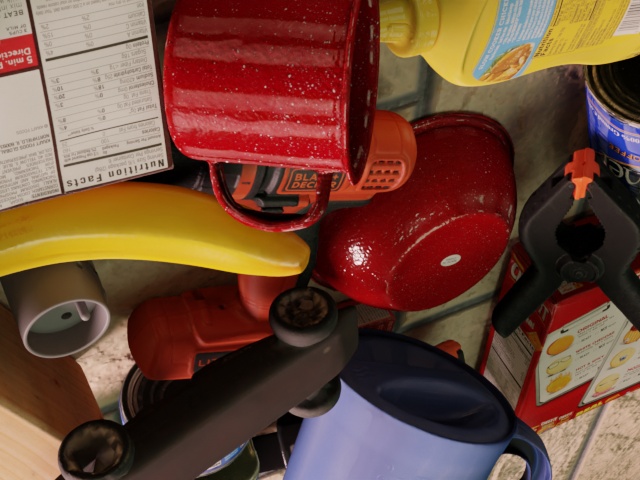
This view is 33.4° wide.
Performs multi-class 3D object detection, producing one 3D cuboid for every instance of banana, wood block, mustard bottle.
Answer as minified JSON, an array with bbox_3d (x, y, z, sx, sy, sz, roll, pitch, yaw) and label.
[{"bbox_3d":[-0.105,0.003,0.489,0.197,0.070,0.037,-10,153,-19],"label":"banana"},{"bbox_3d":[-0.200,0.081,0.559,0.091,0.090,0.206,-32,147,1],"label":"wood block"},{"bbox_3d":[0.104,-0.127,0.558,0.191,0.058,0.096,-14,145,-24],"label":"mustard bottle"}]

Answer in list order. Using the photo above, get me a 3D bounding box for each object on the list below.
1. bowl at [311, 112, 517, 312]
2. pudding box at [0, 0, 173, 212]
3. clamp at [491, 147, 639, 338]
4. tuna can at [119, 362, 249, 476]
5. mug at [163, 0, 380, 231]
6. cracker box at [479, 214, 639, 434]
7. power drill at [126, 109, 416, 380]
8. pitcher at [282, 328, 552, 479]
[{"bbox_3d":[0.069,-0.004,0.690,0.162,0.055,0.162,-21,144,-16],"label":"bowl"},{"bbox_3d":[-0.114,-0.074,0.449,0.090,0.039,0.113,-16,127,-21],"label":"pudding box"},{"bbox_3d":[0.162,0.013,0.704,0.120,0.039,0.171,-9,131,16],"label":"clamp"},{"bbox_3d":[-0.085,0.106,0.682,0.086,0.086,0.034,-19,142,-18],"label":"tuna can"},{"bbox_3d":[-0.021,-0.062,0.477,0.081,0.093,0.117,5,101,10],"label":"mug"},{"bbox_3d":[0.223,0.065,0.882,0.164,0.072,0.214,-20,143,-17],"label":"cracker box"},{"bbox_3d":[-0.054,0.001,0.597,0.184,0.057,0.188,-1,137,-26],"label":"power drill"},{"bbox_3d":[0.037,0.196,0.729,0.144,0.149,0.243,0,118,-46],"label":"pitcher"}]
